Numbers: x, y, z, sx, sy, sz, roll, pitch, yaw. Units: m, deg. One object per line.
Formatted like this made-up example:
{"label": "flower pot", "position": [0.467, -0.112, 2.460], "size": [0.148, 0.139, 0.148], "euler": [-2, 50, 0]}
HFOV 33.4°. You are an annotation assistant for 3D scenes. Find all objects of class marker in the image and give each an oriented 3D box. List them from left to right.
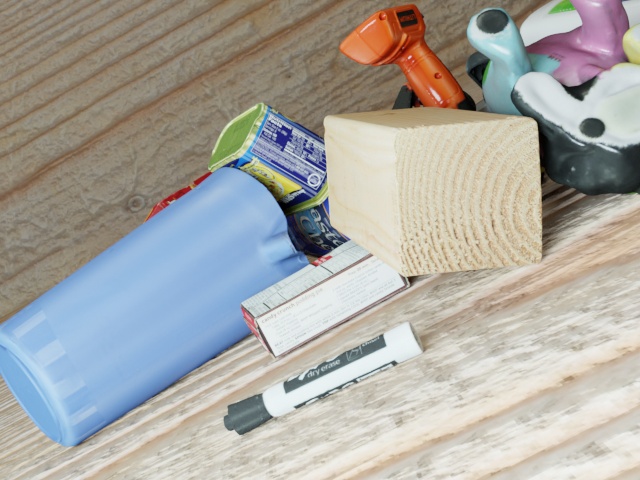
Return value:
{"label": "marker", "position": [-0.001, 0.079, 0.596], "size": [0.121, 0.020, 0.020], "euler": [-26, 7, 12]}

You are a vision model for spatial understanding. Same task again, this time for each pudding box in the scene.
{"label": "pudding box", "position": [0.000, 0.041, 0.786], "size": [0.113, 0.039, 0.090], "euler": [-30, 9, -7]}

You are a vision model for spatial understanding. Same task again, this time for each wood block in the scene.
{"label": "wood block", "position": [0.068, -0.041, 0.726], "size": [0.090, 0.090, 0.206], "euler": [-6, 10, -10]}

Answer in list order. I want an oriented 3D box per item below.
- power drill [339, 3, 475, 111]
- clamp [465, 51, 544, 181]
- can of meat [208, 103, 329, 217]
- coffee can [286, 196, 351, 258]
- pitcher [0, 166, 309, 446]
{"label": "power drill", "position": [0.099, -0.114, 0.931], "size": [0.057, 0.187, 0.184], "euler": [-37, -1, 27]}
{"label": "clamp", "position": [0.169, -0.110, 0.927], "size": [0.039, 0.120, 0.171], "euler": [-15, 6, 22]}
{"label": "can of meat", "position": [-0.040, -0.068, 0.911], "size": [0.102, 0.083, 0.057], "euler": [-18, 46, 63]}
{"label": "coffee can", "position": [0.029, -0.040, 0.983], "size": [0.102, 0.103, 0.141], "euler": [-31, 8, -25]}
{"label": "pitcher", "position": [-0.139, 0.055, 0.865], "size": [0.242, 0.145, 0.149], "euler": [-35, -28, -28]}
